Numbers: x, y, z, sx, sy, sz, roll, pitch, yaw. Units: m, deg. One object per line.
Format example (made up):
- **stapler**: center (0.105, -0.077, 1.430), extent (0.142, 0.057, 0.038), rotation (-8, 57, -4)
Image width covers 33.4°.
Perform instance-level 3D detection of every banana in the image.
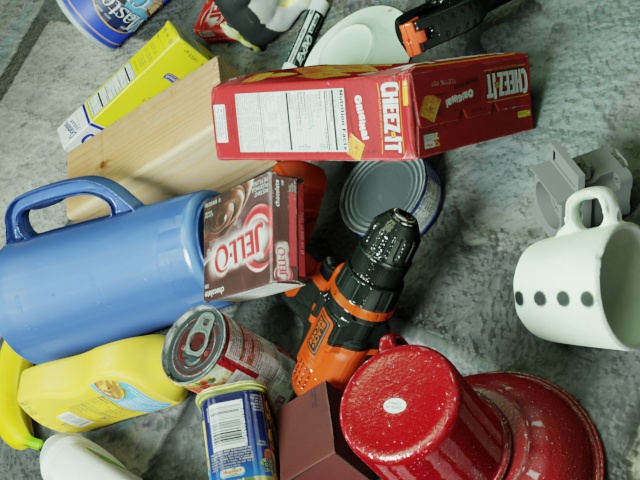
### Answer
- **banana**: center (-0.309, 0.140, 1.115), extent (0.070, 0.037, 0.198), rotation (-16, 54, 11)

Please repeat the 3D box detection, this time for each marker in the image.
- **marker**: center (-0.022, -0.192, 1.087), extent (0.020, 0.020, 0.121), rotation (10, 71, 43)

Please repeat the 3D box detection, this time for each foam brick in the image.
- **foam brick**: center (0.003, 0.157, 0.813), extent (0.053, 0.051, 0.078), rotation (-34, 32, 19)

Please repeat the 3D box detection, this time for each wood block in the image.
- **wood block**: center (-0.152, -0.084, 1.080), extent (0.206, 0.090, 0.091), rotation (-27, 50, 25)

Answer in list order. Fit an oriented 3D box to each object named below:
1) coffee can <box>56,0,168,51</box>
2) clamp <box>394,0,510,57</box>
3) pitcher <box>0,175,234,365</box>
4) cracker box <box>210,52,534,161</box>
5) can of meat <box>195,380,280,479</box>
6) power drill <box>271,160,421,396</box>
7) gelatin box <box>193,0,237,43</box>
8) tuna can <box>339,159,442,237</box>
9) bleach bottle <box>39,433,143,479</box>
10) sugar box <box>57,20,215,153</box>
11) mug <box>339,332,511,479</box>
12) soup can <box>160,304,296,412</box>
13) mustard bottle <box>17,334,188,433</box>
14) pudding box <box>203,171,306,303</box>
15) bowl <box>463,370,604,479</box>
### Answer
- **coffee can**: center (-0.233, -0.310, 1.278), extent (0.140, 0.102, 0.103), rotation (-38, 46, 16)
- **clamp**: center (0.123, -0.200, 0.907), extent (0.120, 0.039, 0.171), rotation (-16, 21, 32)
- **pitcher**: center (-0.189, 0.023, 1.010), extent (0.243, 0.149, 0.145), rotation (-16, 55, 29)
- **cracker box**: center (0.040, -0.111, 0.878), extent (0.214, 0.163, 0.072), rotation (4, 105, 42)
- **can of meat**: center (-0.059, 0.171, 0.835), extent (0.057, 0.102, 0.084), rotation (-11, 55, 0)
- **power drill**: center (0.003, 0.014, 0.873), extent (0.185, 0.057, 0.188), rotation (-63, 34, 27)
- **gelatin box**: center (-0.094, -0.264, 1.184), extent (0.073, 0.030, 0.089), rotation (7, 69, 43)
- **tuna can**: center (0.061, -0.036, 0.910), extent (0.086, 0.033, 0.086), rotation (-21, 53, 30)
- **bleach bottle**: center (-0.169, 0.225, 0.910), extent (0.251, 0.102, 0.068), rotation (19, 69, 51)
- **sugar box**: center (-0.187, -0.143, 1.144), extent (0.176, 0.093, 0.048), rotation (-43, 44, 12)
- **mug**: center (0.062, 0.109, 0.684), extent (0.093, 0.081, 0.117), rotation (-24, 48, 15)
- **soup can**: center (-0.073, 0.104, 0.886), extent (0.069, 0.102, 0.068), rotation (-21, 53, 30)
- **mustard bottle**: center (-0.176, 0.126, 0.964), extent (0.192, 0.096, 0.058), rotation (-19, 53, 31)
- **pudding box**: center (-0.056, 0.001, 0.880), extent (0.114, 0.039, 0.090), rotation (-20, 67, 55)
- **bowl**: center (0.106, 0.150, 0.724), extent (0.162, 0.055, 0.162), rotation (-17, 50, 21)
